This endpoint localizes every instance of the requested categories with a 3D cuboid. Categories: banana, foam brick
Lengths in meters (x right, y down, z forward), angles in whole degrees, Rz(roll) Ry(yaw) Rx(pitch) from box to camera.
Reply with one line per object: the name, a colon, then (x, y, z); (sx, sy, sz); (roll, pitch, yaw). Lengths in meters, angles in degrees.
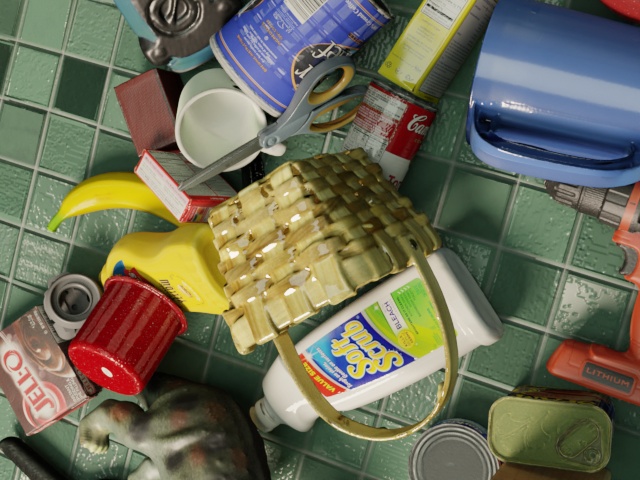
banana: (-0.183, -0.034, 1.085); (0.198, 0.037, 0.069); (5, 89, 19)
foam brick: (-0.161, -0.125, 1.066); (0.051, 0.053, 0.078); (-23, 84, 19)

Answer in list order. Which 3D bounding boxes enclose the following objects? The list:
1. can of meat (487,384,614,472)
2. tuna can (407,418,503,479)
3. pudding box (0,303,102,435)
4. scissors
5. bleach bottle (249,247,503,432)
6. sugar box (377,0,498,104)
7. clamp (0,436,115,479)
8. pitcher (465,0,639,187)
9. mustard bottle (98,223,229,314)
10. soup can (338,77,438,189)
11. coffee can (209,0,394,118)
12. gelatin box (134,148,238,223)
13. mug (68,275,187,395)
can of meat: (0.204, 0.160, 0.930); (0.102, 0.083, 0.057); (3, 93, 20)
tuna can: (0.126, 0.208, 0.986); (0.086, 0.033, 0.086); (1, 92, 20)
pudding box: (-0.297, 0.136, 1.132); (0.090, 0.039, 0.113); (-33, 81, 19)
scissors: (-0.041, -0.110, 0.971); (0.201, 0.096, 0.016); (-22, 56, -16)
bleach bottle: (0.040, 0.113, 0.999); (0.251, 0.068, 0.102); (-36, 76, 19)
sugar box: (0.124, -0.208, 0.939); (0.048, 0.093, 0.176); (34, 102, 15)
clamp: (-0.255, 0.286, 1.124); (0.210, 0.036, 0.164); (-6, 91, 18)
pitcher: (0.245, -0.109, 0.877); (0.243, 0.145, 0.149); (16, 94, 15)
mustard bottle: (-0.154, 0.032, 1.045); (0.192, 0.058, 0.096); (-5, 134, 43)
soup can: (0.056, -0.089, 0.982); (0.068, 0.068, 0.102); (30, 102, 16)
coffee can: (-0.017, -0.196, 0.985); (0.140, 0.102, 0.103); (-41, 79, 16)
gelatin box: (-0.127, -0.051, 1.032); (0.089, 0.073, 0.030); (44, 117, 33)
mug: (-0.195, 0.095, 1.031); (0.117, 0.081, 0.093); (-13, 129, 48)
